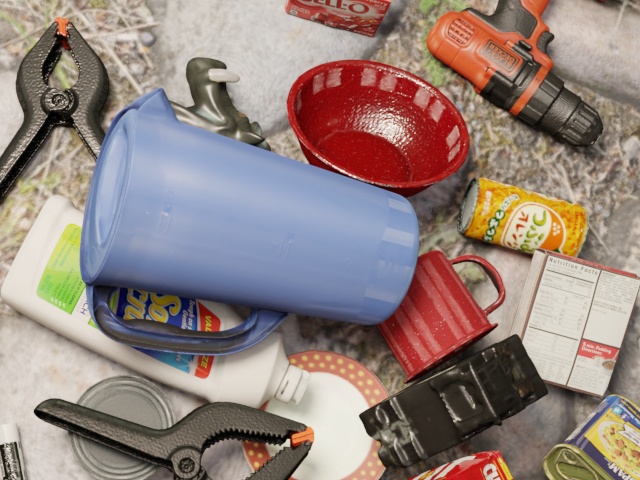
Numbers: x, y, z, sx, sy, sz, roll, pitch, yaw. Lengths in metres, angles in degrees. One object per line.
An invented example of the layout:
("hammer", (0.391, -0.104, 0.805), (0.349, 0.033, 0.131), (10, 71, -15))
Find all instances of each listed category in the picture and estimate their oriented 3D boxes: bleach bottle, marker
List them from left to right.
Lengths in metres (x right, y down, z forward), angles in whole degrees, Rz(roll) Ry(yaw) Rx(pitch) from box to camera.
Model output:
("marker", (-0.237, 0.204, 0.839), (0.020, 0.020, 0.121), (-12, 78, -13))
("bleach bottle", (-0.123, 0.061, 0.864), (0.251, 0.068, 0.102), (25, 78, 0))

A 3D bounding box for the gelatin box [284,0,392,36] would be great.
("gelatin box", (0.017, -0.221, 0.963), (0.089, 0.073, 0.030), (14, 73, -6))

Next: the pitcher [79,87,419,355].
("pitcher", (-0.055, 0.001, 0.808), (0.242, 0.149, 0.145), (14, 50, -22))

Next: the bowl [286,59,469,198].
("bowl", (0.044, -0.085, 0.924), (0.162, 0.055, 0.162), (9, 45, -9))

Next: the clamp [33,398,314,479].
("clamp", (-0.110, 0.168, 0.811), (0.209, 0.036, 0.164), (-19, 69, -16))

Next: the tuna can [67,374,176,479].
("tuna can", (-0.159, 0.153, 0.858), (0.086, 0.034, 0.086), (2, 75, -9))

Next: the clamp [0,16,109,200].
("clamp", (-0.211, -0.107, 0.913), (0.120, 0.039, 0.171), (9, 74, -9))

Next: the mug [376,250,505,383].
("mug", (0.099, 0.055, 0.896), (0.117, 0.093, 0.081), (-32, 78, 1))

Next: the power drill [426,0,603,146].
("power drill", (0.217, -0.199, 1.000), (0.184, 0.057, 0.187), (35, 73, 0))

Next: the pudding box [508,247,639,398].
("pudding box", (0.216, 0.071, 0.924), (0.090, 0.039, 0.113), (16, 93, -5))
